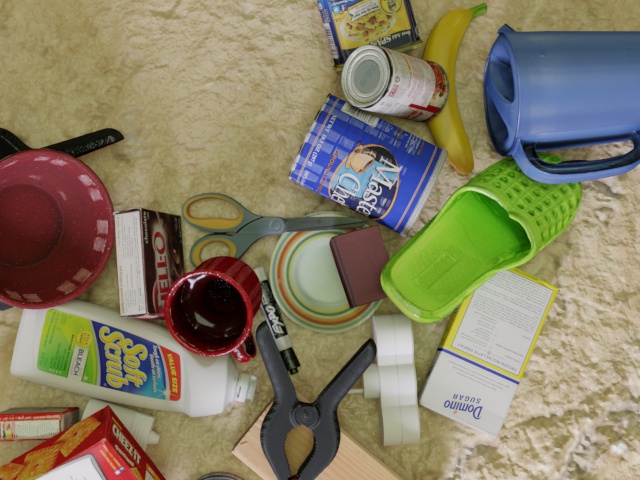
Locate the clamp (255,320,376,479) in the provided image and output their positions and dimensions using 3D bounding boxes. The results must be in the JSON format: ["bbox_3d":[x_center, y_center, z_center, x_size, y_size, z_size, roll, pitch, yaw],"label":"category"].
[{"bbox_3d":[-0.005,0.165,1.049,0.120,0.039,0.171,1,90,2],"label":"clamp"}]

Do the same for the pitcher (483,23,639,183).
[{"bbox_3d":[0.304,-0.153,1.137,0.242,0.145,0.149,-4,111,-5],"label":"pitcher"}]

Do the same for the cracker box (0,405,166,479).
[{"bbox_3d":[-0.254,0.285,1.058,0.214,0.072,0.164,-30,113,6],"label":"cracker box"}]

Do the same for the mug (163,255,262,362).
[{"bbox_3d":[-0.101,0.074,1.114,0.093,0.081,0.117,-31,97,15],"label":"mug"}]

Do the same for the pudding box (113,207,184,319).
[{"bbox_3d":[-0.177,0.026,1.118,0.039,0.090,0.113,-9,83,18],"label":"pudding box"}]

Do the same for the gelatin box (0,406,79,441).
[{"bbox_3d":[-0.293,0.190,1.101,0.073,0.089,0.030,-1,85,-2],"label":"gelatin box"}]

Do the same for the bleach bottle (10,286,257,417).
[{"bbox_3d":[-0.190,0.123,1.125,0.250,0.068,0.102,12,86,-3],"label":"bleach bottle"}]

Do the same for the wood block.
[{"bbox_3d":[0.015,0.247,1.106,0.206,0.090,0.091,40,83,2],"label":"wood block"}]

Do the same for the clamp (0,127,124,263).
[{"bbox_3d":[-0.320,-0.074,1.148,0.210,0.036,0.164,24,93,2],"label":"clamp"}]

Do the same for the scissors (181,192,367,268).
[{"bbox_3d":[-0.058,0.001,1.146,0.202,0.016,0.096,14,91,11],"label":"scissors"}]

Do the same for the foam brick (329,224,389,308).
[{"bbox_3d":[0.045,0.028,1.125,0.051,0.053,0.078,-18,86,-4],"label":"foam brick"}]

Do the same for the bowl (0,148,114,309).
[{"bbox_3d":[-0.293,-0.013,1.084,0.161,0.055,0.162,-5,98,-35],"label":"bowl"}]

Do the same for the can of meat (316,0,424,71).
[{"bbox_3d":[0.052,-0.239,1.159,0.102,0.057,0.084,-18,103,-3],"label":"can of meat"}]

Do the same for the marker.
[{"bbox_3d":[-0.050,0.087,1.154,0.020,0.020,0.121,-21,86,-4],"label":"marker"}]

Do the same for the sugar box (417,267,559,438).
[{"bbox_3d":[0.178,0.112,1.147,0.093,0.048,0.176,25,87,1],"label":"sugar box"}]

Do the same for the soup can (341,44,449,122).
[{"bbox_3d":[0.079,-0.165,1.125,0.069,0.102,0.068,-4,84,42],"label":"soup can"}]

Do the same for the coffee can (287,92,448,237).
[{"bbox_3d":[0.050,-0.080,1.132,0.140,0.103,0.103,26,84,1],"label":"coffee can"}]

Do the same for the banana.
[{"bbox_3d":[0.144,-0.173,1.177,0.069,0.037,0.198,6,84,1],"label":"banana"}]
